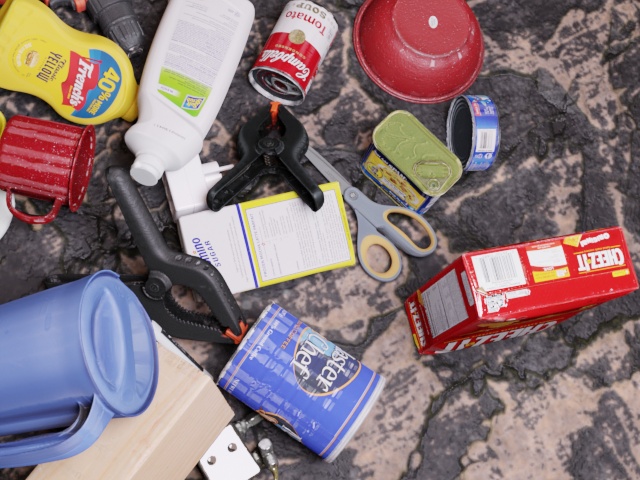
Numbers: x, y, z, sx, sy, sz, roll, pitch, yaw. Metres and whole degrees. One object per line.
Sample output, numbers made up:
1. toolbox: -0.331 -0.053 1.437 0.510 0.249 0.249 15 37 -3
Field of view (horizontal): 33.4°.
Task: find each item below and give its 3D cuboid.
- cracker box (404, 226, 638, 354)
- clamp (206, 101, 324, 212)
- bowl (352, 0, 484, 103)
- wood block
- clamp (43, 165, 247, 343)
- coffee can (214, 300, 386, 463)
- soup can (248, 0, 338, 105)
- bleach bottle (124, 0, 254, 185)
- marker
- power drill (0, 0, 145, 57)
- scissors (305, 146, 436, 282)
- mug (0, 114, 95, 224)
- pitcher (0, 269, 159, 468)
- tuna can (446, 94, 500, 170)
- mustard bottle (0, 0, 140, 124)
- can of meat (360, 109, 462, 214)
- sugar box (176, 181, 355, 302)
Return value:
1. cracker box: 0.195 0.056 1.079 0.164 0.214 0.072 -10 77 -13
2. clamp: -0.063 -0.086 1.135 0.120 0.039 0.171 -1 40 -7
3. bowl: 0.122 -0.243 1.241 0.162 0.055 0.162 3 73 -10
4. wood block: -0.188 0.207 1.016 0.090 0.091 0.206 29 69 27
5. clamp: -0.171 0.044 1.076 0.210 0.165 0.036 40 28 -6
6. coffee can: -0.020 0.142 1.073 0.140 0.103 0.102 35 70 2
7. soup can: -0.029 -0.212 1.198 0.068 0.068 0.102 26 70 -2
8. bleach bottle: -0.152 -0.167 1.133 0.102 0.068 0.250 21 57 -4
9. marker: -0.154 0.106 1.075 0.121 0.020 0.020 48 69 -23
10. power drill: -0.305 -0.256 1.170 0.187 0.057 0.184 -25 79 -18
11. scissors: 0.032 -0.029 1.180 0.202 0.016 0.096 31 79 8
12. mug: -0.286 -0.072 1.098 0.081 0.093 0.117 12 71 -2
13. pitcher: -0.281 0.125 0.970 0.243 0.149 0.145 -15 91 17
14. tuna can: 0.171 -0.120 1.196 0.033 0.086 0.086 -2 74 -13
15. mustard bottle: -0.258 -0.176 1.128 0.191 0.058 0.096 26 107 -29
16. can of meat: 0.096 -0.081 1.172 0.102 0.084 0.057 44 71 5
17. sugar box: -0.058 0.001 1.133 0.176 0.048 0.093 -13 90 -11
